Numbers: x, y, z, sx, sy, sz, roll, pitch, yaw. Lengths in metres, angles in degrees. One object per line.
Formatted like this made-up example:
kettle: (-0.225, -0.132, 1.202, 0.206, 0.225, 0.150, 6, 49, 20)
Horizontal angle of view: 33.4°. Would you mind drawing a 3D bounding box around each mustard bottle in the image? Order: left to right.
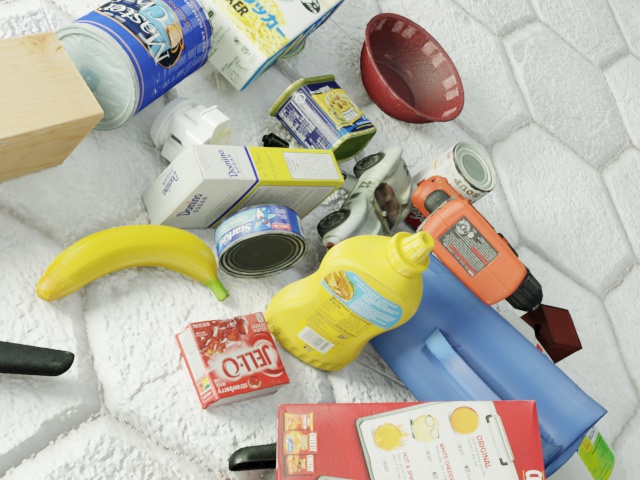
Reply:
mustard bottle: (0.037, 0.047, 0.976, 0.096, 0.192, 0.058, 37, 42, -14)

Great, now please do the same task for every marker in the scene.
marker: (-0.012, -0.086, 1.164, 0.121, 0.020, 0.020, 26, 47, -27)

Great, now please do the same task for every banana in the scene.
banana: (-0.161, 0.018, 0.936, 0.197, 0.037, 0.069, 2, 60, -42)

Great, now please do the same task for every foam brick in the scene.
foam brick: (0.246, 0.114, 1.212, 0.051, 0.078, 0.053, 12, 52, -37)

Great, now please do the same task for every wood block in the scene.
wood block: (-0.292, -0.095, 0.858, 0.205, 0.090, 0.091, -26, 81, -50)

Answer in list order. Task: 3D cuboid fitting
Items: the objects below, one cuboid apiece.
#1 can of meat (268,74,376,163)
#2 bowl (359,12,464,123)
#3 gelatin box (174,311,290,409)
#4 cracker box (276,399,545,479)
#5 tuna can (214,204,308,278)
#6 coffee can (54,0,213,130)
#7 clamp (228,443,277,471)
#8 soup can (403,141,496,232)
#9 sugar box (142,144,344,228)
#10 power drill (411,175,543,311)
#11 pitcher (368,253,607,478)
can of meat: (0.006, -0.130, 1.167, 0.084, 0.058, 0.101, 49, 29, 10)
bowl: (0.103, -0.202, 1.328, 0.161, 0.055, 0.162, 24, 48, -29)
gelatin box: (-0.077, 0.106, 0.954, 0.089, 0.030, 0.073, -5, 66, -44)
cracker box: (0.071, 0.217, 0.858, 0.213, 0.072, 0.164, -1, 61, 0)
tuna can: (-0.057, 0.001, 1.008, 0.085, 0.086, 0.034, 11, 53, -37)
coffee can: (-0.180, -0.179, 1.013, 0.103, 0.103, 0.140, 47, 40, -5)
clamp: (-0.006, 0.193, 0.952, 0.120, 0.039, 0.171, 49, 41, -8)
soup can: (0.144, -0.059, 1.224, 0.068, 0.102, 0.068, 24, 48, -29)
sugar box: (-0.072, -0.051, 1.026, 0.175, 0.093, 0.048, 1, 60, -43)
power drill: (0.164, 0.014, 1.091, 0.184, 0.057, 0.187, 45, 8, 0)
pitcher: (0.147, 0.127, 1.035, 0.144, 0.149, 0.243, -31, 69, -36)
